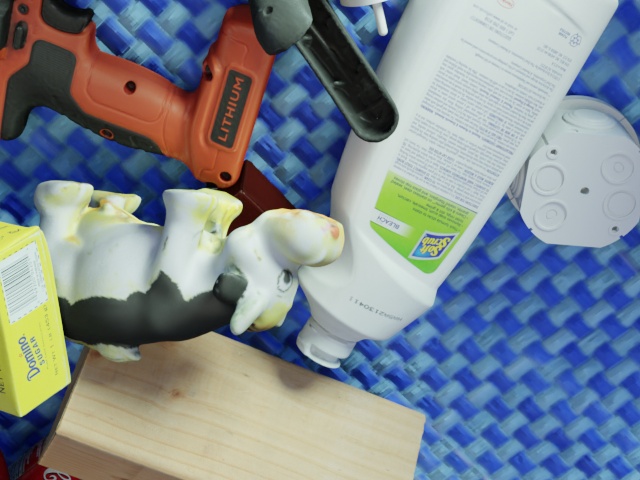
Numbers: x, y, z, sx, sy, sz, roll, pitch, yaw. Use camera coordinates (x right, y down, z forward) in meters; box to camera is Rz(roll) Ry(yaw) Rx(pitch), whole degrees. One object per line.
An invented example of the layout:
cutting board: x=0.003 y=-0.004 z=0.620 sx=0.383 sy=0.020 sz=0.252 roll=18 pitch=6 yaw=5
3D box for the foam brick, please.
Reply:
foam brick: x=-0.054 y=0.001 z=0.630 sx=0.078 sy=0.051 sz=0.053 roll=-39 pitch=109 yaw=17

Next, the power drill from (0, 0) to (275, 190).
power drill: x=-0.116 y=-0.115 z=0.573 sx=0.187 sy=0.057 sz=0.185 roll=16 pitch=119 yaw=-4

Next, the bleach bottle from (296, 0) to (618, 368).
bleach bottle: x=0.051 y=-0.043 z=0.579 sx=0.102 sy=0.068 sz=0.251 roll=25 pitch=106 yaw=-16

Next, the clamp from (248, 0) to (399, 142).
clamp: x=-0.023 y=-0.130 z=0.510 sx=0.039 sy=0.120 sz=0.171 roll=-33 pitch=71 yaw=7

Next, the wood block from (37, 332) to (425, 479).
wood block: x=-0.053 y=0.122 z=0.649 sx=0.206 sy=0.090 sz=0.091 roll=23 pitch=151 yaw=-11

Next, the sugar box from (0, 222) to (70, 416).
sugar box: x=-0.220 y=0.027 z=0.574 sx=0.176 sy=0.048 sz=0.093 roll=9 pitch=117 yaw=26
